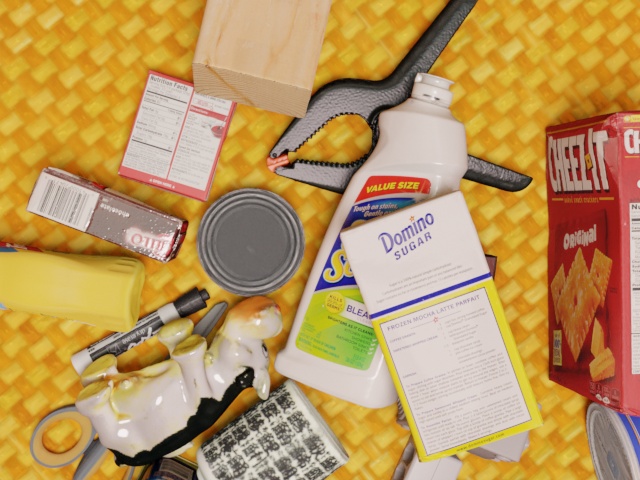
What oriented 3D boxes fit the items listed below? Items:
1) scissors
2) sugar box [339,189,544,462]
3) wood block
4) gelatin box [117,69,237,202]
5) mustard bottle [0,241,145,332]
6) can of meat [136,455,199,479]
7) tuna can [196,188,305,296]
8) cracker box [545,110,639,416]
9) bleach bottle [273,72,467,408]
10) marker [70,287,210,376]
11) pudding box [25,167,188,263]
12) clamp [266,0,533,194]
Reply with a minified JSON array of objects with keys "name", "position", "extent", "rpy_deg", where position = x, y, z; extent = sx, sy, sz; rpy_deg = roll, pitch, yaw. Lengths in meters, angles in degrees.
[{"name":"scissors","position":[-0.161,0.121,0.860],"extent":[0.096,0.016,0.202],"rpy_deg":[26,90,-4]},{"name":"sugar box","position":[0.085,0.061,0.762],"extent":[0.093,0.048,0.176],"rpy_deg":[-19,90,3]},{"name":"wood block","position":[-0.030,-0.210,0.806],"extent":[0.090,0.091,0.206],"rpy_deg":[13,83,-4]},{"name":"gelatin box","position":[-0.113,-0.083,0.849],"extent":[0.073,0.030,0.089],"rpy_deg":[17,89,-3]},{"name":"mustard bottle","position":[-0.233,0.028,0.812],"extent":[0.191,0.096,0.058],"rpy_deg":[9,89,-4]},{"name":"can of meat","position":[-0.130,0.225,0.832],"extent":[0.057,0.084,0.102],"rpy_deg":[27,90,-4]},{"name":"tuna can","position":[-0.056,0.001,0.854],"extent":[0.086,0.034,0.086],"rpy_deg":[0,92,-4]},{"name":"cracker box","position":[0.224,0.014,0.806],"extent":[0.072,0.164,0.214],"rpy_deg":[-2,92,-6]},{"name":"bleach bottle","position":[0.046,-0.005,0.819],"extent":[0.103,0.068,0.251],"rpy_deg":[19,97,24]},{"name":"marker","position":[-0.143,0.072,0.858],"extent":[0.121,0.020,0.020],"rpy_deg":[-29,93,-2]},{"name":"pudding box","position":[-0.159,-0.018,0.819],"extent":[0.113,0.090,0.039],"rpy_deg":[23,89,-3]},{"name":"clamp","position":[0.061,-0.084,0.856],"extent":[0.210,0.036,0.164],"rpy_deg":[-25,96,0]}]
